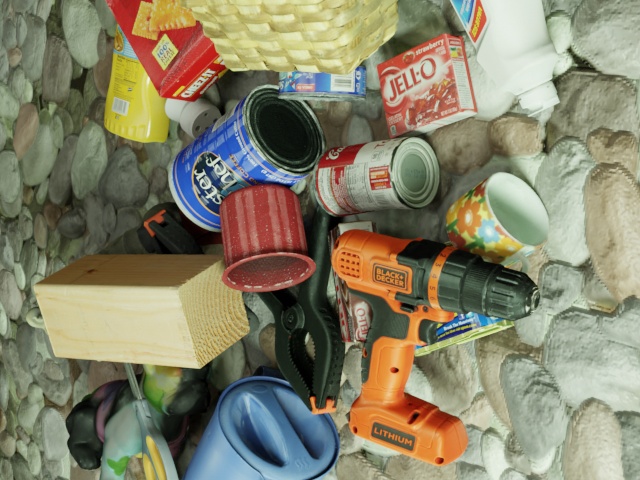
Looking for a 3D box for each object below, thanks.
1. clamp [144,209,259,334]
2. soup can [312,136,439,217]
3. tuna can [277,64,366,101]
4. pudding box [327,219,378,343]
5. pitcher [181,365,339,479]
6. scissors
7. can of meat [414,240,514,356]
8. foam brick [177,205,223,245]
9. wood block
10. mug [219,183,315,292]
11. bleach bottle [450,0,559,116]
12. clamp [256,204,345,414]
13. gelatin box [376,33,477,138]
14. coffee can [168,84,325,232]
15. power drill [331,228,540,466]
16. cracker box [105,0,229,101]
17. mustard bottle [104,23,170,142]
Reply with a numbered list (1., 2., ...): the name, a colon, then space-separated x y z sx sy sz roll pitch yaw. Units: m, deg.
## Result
1. clamp: -0.137 0.048 1.178 0.171 0.039 0.120 53 147 8
2. soup can: 0.052 -0.058 0.996 0.102 0.068 0.068 -4 90 46
3. tuna can: 0.002 -0.153 1.029 0.086 0.085 0.034 6 96 46
4. pudding box: 0.035 0.041 1.013 0.090 0.039 0.113 145 120 -81
5. pitcher: -0.088 0.260 1.136 0.145 0.149 0.243 43 127 17
6. scissors: -0.197 0.202 1.177 0.202 0.016 0.096 58 147 38
7. can of meat: 0.115 0.049 0.946 0.102 0.057 0.084 -27 76 45
8. foam brick: -0.124 -0.040 1.194 0.051 0.052 0.078 -28 72 44
9. wood block: -0.189 0.070 1.121 0.206 0.090 0.090 0 112 35
10. mug: -0.057 0.001 1.069 0.117 0.093 0.081 96 166 -65
11. bleach bottle: 0.134 -0.222 0.865 0.251 0.068 0.103 65 167 -2
12. clamp: -0.014 0.071 1.097 0.165 0.036 0.210 -37 63 42
13. gelatin box: 0.095 -0.139 0.972 0.089 0.030 0.073 -16 81 46
14. coffee can: -0.078 -0.083 1.105 0.141 0.102 0.103 -33 70 43
15. power drill: 0.091 0.091 0.898 0.185 0.057 0.188 15 114 34
16. cracker box: -0.151 -0.284 1.152 0.164 0.072 0.214 -39 73 26
17. mustard bottle: -0.209 -0.218 1.266 0.096 0.058 0.192 24 110 44
